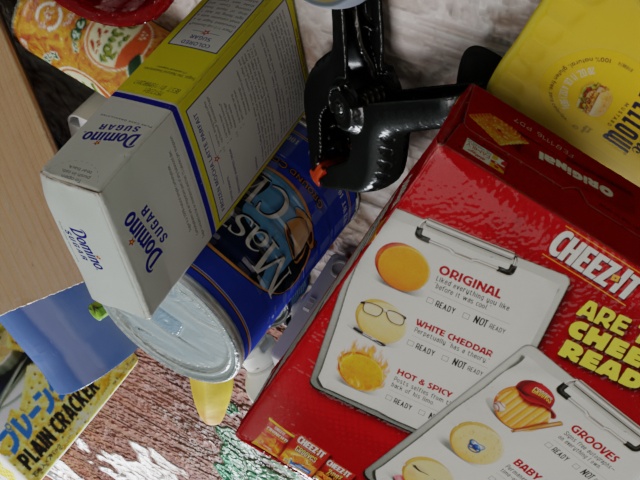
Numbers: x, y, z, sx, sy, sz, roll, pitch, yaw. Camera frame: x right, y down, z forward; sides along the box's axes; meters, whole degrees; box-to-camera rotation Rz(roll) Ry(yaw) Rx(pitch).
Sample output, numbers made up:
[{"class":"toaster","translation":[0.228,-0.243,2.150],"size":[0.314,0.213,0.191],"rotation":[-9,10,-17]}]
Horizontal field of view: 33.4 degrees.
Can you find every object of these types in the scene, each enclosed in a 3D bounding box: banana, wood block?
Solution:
[{"class":"banana","translation":[-0.100,0.067,0.768],"size":[0.037,0.069,0.197],"rotation":[35,166,36]},{"class":"wood block","translation":[-0.219,-0.061,0.689],"size":[0.090,0.090,0.206],"rotation":[-160,47,-77]}]

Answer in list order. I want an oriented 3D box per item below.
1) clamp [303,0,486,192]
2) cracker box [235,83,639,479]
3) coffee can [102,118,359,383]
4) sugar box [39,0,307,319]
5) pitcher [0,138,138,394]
[{"class":"clamp","translation":[0.030,-0.070,0.551],"size":[0.171,0.039,0.120],"rotation":[101,147,-57]},{"class":"cracker box","translation":[0.079,0.057,0.505],"size":[0.164,0.072,0.214],"rotation":[32,128,-1]},{"class":"coffee can","translation":[-0.054,0.001,0.648],"size":[0.103,0.140,0.103],"rotation":[24,144,19]},{"class":"sugar box","translation":[-0.069,-0.054,0.563],"size":[0.048,0.176,0.093],"rotation":[18,142,27]},{"class":"pitcher","translation":[-0.229,-0.009,0.810],"size":[0.242,0.149,0.145],"rotation":[52,180,-15]}]
